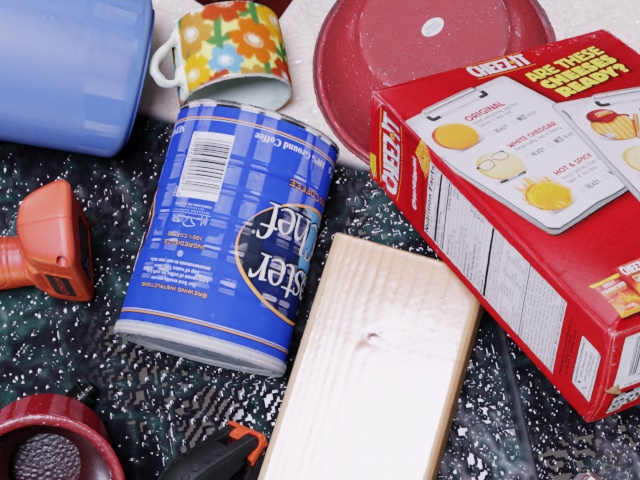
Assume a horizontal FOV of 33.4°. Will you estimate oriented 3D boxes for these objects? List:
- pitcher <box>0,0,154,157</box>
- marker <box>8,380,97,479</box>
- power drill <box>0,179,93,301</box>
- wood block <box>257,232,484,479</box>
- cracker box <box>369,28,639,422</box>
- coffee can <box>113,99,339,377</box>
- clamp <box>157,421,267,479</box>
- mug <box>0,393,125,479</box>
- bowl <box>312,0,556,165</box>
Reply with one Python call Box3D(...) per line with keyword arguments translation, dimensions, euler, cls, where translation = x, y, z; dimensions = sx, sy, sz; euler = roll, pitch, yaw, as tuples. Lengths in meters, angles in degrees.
Box3D(translation=(-0.227, -0.137, 0.645), dimensions=(0.242, 0.145, 0.149), euler=(12, 118, -15), cls="pitcher")
Box3D(translation=(-0.185, 0.133, 0.662), dimensions=(0.121, 0.020, 0.020), euler=(-45, 76, -5), cls="marker")
Box3D(translation=(-0.234, 0.005, 0.624), dimensions=(0.187, 0.184, 0.057), euler=(-4, 76, -4), cls="power drill")
Box3D(translation=(0.024, 0.113, 0.605), dimensions=(0.091, 0.090, 0.206), euler=(16, 79, 11), cls="wood block")
Box3D(translation=(0.147, -0.019, 0.566), dimensions=(0.164, 0.072, 0.214), euler=(-17, 43, -21), cls="cracker box")
Box3D(translation=(-0.054, 0.001, 0.635), dimensions=(0.103, 0.103, 0.140), euler=(12, 78, 9), cls="coffee can")
Box3D(translation=(-0.081, 0.187, 0.610), dimensions=(0.039, 0.120, 0.171), euler=(23, 60, 33), cls="clamp")
Box3D(translation=(-0.151, 0.143, 0.616), dimensions=(0.117, 0.081, 0.093), euler=(42, 86, -12), cls="mug")
Box3D(translation=(0.072, -0.121, 0.675), dimensions=(0.162, 0.055, 0.162), euler=(-2, 76, 6), cls="bowl")
